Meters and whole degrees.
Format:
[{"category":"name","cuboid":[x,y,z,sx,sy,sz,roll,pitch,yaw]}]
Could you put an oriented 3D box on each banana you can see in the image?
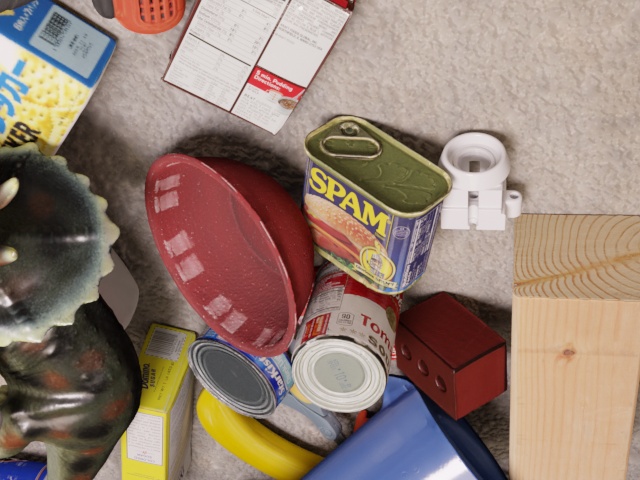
[{"category":"banana","cuboid":[-0.043,0.182,0.947,0.197,0.037,0.070,40,144,-23]}]

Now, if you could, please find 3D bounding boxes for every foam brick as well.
[{"category":"foam brick","cuboid":[0.097,0.086,0.808,0.051,0.078,0.053,-25,129,-22]}]

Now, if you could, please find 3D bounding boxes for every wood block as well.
[{"category":"wood block","cuboid":[0.187,0.088,0.795,0.091,0.090,0.206,2,131,10]}]

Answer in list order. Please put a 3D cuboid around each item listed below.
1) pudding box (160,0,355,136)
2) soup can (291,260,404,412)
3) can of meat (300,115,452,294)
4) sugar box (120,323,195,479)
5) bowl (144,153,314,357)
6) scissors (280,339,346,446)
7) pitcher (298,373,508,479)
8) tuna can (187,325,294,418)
[{"category":"pudding box","cuboid":[-0.040,-0.132,0.682,0.090,0.039,0.114,26,128,-11]},{"category":"soup can","cuboid":[0.020,0.064,0.757,0.068,0.102,0.068,6,124,8]},{"category":"can of meat","cuboid":[0.033,-0.022,0.731,0.102,0.057,0.084,35,141,25]},{"category":"sugar box","cuboid":[-0.140,0.166,0.920,0.048,0.093,0.176,13,131,2]},{"category":"bowl","cuboid":[-0.055,0.001,0.759,0.162,0.055,0.162,34,141,32]},{"category":"scissors","cuboid":[-0.011,0.152,0.914,0.096,0.016,0.201,5,134,36]},{"category":"pitcher","cuboid":[0.036,0.240,0.855,0.243,0.149,0.145,-40,125,9]},{"category":"tuna can","cuboid":[-0.063,0.101,0.855,0.086,0.033,0.086,25,142,21]}]
